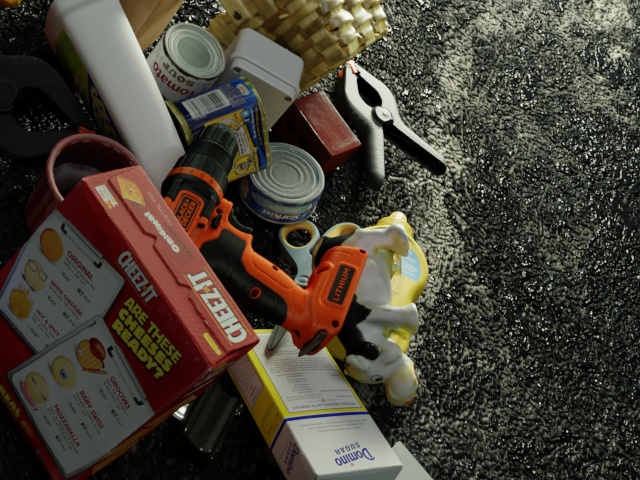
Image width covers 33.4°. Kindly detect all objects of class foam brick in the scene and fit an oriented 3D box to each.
[{"bbox_3d":[-0.005,-0.114,1.163,0.051,0.053,0.078,-29,80,-44],"label":"foam brick"}]

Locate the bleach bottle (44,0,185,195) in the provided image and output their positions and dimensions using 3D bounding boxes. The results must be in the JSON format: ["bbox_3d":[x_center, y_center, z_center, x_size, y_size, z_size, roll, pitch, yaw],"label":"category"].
[{"bbox_3d":[-0.171,-0.107,0.993,0.068,0.103,0.251,-27,88,-23],"label":"bleach bottle"}]

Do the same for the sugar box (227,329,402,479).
[{"bbox_3d":[-0.011,0.152,0.949,0.093,0.048,0.176,2,39,-34],"label":"sugar box"}]

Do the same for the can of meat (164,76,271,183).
[{"bbox_3d":[-0.098,-0.100,1.033,0.083,0.102,0.057,-23,47,-17],"label":"can of meat"}]

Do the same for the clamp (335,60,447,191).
[{"bbox_3d":[0.062,-0.130,1.232,0.120,0.039,0.171,-24,71,-47],"label":"clamp"}]

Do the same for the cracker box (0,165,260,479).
[{"bbox_3d":[-0.168,0.071,0.812,0.164,0.214,0.072,54,34,7],"label":"cracker box"}]

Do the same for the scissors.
[{"bbox_3d":[-0.030,0.033,1.043,0.096,0.016,0.201,22,41,25],"label":"scissors"}]

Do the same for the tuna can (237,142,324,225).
[{"bbox_3d":[-0.040,-0.060,1.101,0.086,0.034,0.086,11,50,-13],"label":"tuna can"}]

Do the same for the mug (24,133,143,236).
[{"bbox_3d":[-0.208,-0.024,0.937,0.093,0.082,0.117,7,58,-33],"label":"mug"}]

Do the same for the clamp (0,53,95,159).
[{"bbox_3d":[-0.295,-0.120,0.939,0.209,0.036,0.164,32,74,-42],"label":"clamp"}]

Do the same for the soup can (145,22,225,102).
[{"bbox_3d":[-0.146,-0.158,1.055,0.068,0.102,0.068,18,53,-26],"label":"soup can"}]

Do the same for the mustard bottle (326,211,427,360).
[{"bbox_3d":[0.060,0.041,1.102,0.096,0.058,0.191,18,48,3],"label":"mustard bottle"}]

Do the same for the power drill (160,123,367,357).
[{"bbox_3d":[-0.056,0.001,0.918,0.187,0.057,0.184,28,54,-9],"label":"power drill"}]
